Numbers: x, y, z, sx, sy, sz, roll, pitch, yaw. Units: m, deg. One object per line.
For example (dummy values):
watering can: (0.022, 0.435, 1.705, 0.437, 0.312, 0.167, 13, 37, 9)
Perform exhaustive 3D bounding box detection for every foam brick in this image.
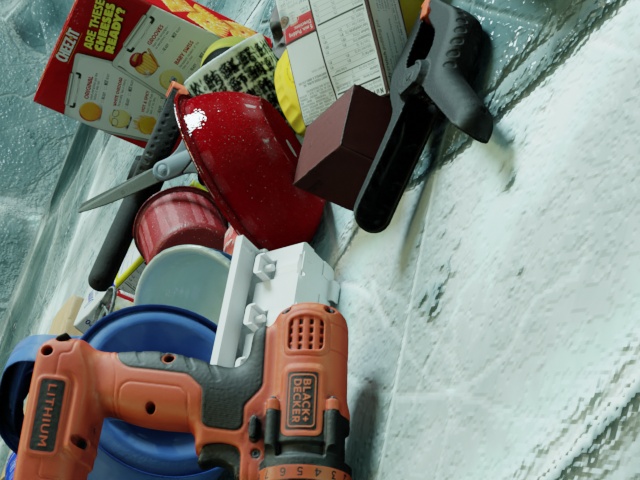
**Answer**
foam brick: (0.023, -0.063, 0.736, 0.078, 0.053, 0.051, -33, 39, 58)

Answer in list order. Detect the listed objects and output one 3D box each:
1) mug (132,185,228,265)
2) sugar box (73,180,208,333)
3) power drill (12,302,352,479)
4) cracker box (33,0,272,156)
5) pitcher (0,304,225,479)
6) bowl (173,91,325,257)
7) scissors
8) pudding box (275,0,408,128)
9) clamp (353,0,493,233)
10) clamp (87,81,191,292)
mug: (-0.123, 0.017, 1.002, 0.081, 0.093, 0.117, -122, 25, -60)
sugar box: (-0.178, 0.024, 1.106, 0.176, 0.048, 0.093, -46, 16, 17)
power drill: (-0.075, 0.124, 0.611, 0.057, 0.187, 0.184, 80, -169, -61)
cracker box: (-0.183, -0.189, 1.176, 0.164, 0.213, 0.072, -57, 22, 27)
pitcher: (-0.153, 0.161, 0.793, 0.149, 0.144, 0.243, 55, 140, 22)
bowl: (-0.043, -0.055, 0.804, 0.055, 0.162, 0.162, -31, 29, 10)
scissors: (-0.139, -0.085, 0.989, 0.016, 0.202, 0.096, 3, -100, -74)
pudding box: (0.017, -0.144, 0.760, 0.090, 0.039, 0.113, -15, 89, 46)
clamp: (0.064, -0.085, 0.674, 0.120, 0.039, 0.171, -40, 26, 35)
clamp: (-0.175, -0.057, 1.059, 0.164, 0.036, 0.210, -85, 21, -59)
